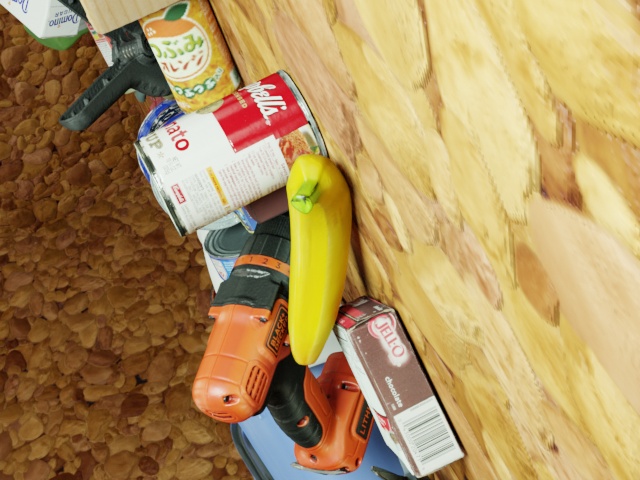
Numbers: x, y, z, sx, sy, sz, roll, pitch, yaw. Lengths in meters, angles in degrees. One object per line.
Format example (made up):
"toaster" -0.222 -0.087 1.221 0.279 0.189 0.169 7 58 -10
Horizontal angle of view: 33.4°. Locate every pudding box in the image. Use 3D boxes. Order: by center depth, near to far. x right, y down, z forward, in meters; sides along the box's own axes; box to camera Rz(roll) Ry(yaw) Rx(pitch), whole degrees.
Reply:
"pudding box" 0.048 0.096 0.728 0.090 0.039 0.113 -159 45 -81

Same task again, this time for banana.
"banana" -0.006 0.005 0.664 0.037 0.069 0.198 21 149 15

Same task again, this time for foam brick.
"foam brick" -0.039 -0.053 0.744 0.051 0.053 0.078 66 172 -22

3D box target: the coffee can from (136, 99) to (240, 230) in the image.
"coffee can" -0.108 -0.074 0.956 0.103 0.102 0.140 65 173 -18

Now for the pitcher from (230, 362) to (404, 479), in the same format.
"pitcher" 0.018 0.221 0.998 0.243 0.145 0.149 59 172 10

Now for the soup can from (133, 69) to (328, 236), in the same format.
"soup can" -0.055 -0.054 0.662 0.068 0.102 0.068 62 173 13

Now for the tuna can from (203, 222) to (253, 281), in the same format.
"tuna can" -0.056 0.001 0.929 0.033 0.086 0.086 65 173 -29

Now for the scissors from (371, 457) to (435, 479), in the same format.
"scissors" 0.063 0.170 0.797 0.201 0.016 0.096 50 -169 -48

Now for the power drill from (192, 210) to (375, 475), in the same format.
"power drill" -0.014 0.077 0.793 0.057 0.184 0.187 1 146 32

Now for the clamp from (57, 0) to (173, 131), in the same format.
"clamp" -0.150 -0.142 0.842 0.039 0.171 0.120 3 92 39
